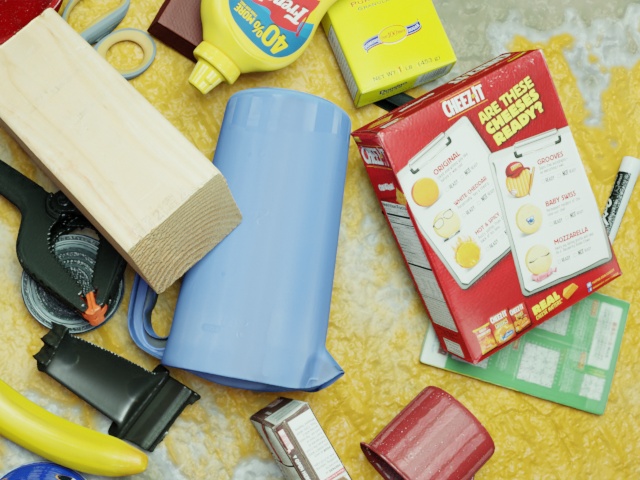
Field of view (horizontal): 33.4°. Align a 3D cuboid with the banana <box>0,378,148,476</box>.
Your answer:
[{"bbox_3d":[-0.234,0.147,0.876,0.198,0.070,0.037,33,51,-1],"label":"banana"}]

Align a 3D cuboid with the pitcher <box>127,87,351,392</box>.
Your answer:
[{"bbox_3d":[-0.056,0.001,0.888,0.149,0.145,0.243,15,80,-30],"label":"pitcher"}]

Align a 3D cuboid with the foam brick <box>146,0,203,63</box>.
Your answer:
[{"bbox_3d":[-0.100,-0.184,0.919,0.078,0.051,0.053,32,81,-16],"label":"foam brick"}]

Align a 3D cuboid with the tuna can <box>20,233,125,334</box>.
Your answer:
[{"bbox_3d":[-0.209,0.037,0.903,0.086,0.034,0.086,1,86,-8],"label":"tuna can"}]

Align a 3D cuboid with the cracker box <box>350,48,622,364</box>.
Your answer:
[{"bbox_3d":[0.142,-0.030,0.902,0.164,0.072,0.213,-29,105,-16],"label":"cracker box"}]

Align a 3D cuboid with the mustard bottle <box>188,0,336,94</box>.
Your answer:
[{"bbox_3d":[-0.041,-0.197,0.874,0.096,0.058,0.191,43,83,-29],"label":"mustard bottle"}]

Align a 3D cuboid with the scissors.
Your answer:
[{"bbox_3d":[-0.221,-0.138,0.909,0.096,0.016,0.201,41,73,-10],"label":"scissors"}]

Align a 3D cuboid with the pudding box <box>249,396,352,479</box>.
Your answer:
[{"bbox_3d":[-0.014,0.178,0.883,0.039,0.114,0.090,-31,92,-12],"label":"pudding box"}]

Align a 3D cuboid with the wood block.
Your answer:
[{"bbox_3d":[-0.165,-0.070,0.819,0.090,0.091,0.206,-42,68,-10],"label":"wood block"}]

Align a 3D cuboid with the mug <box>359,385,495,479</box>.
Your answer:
[{"bbox_3d":[0.100,0.187,0.919,0.081,0.093,0.117,-43,124,-14],"label":"mug"}]

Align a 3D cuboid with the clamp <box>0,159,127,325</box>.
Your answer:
[{"bbox_3d":[-0.219,-0.027,0.878,0.164,0.036,0.210,-11,66,-5],"label":"clamp"}]

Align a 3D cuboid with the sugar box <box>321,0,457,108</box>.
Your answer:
[{"bbox_3d":[0.043,-0.215,0.939,0.093,0.048,0.176,-21,82,-9],"label":"sugar box"}]
